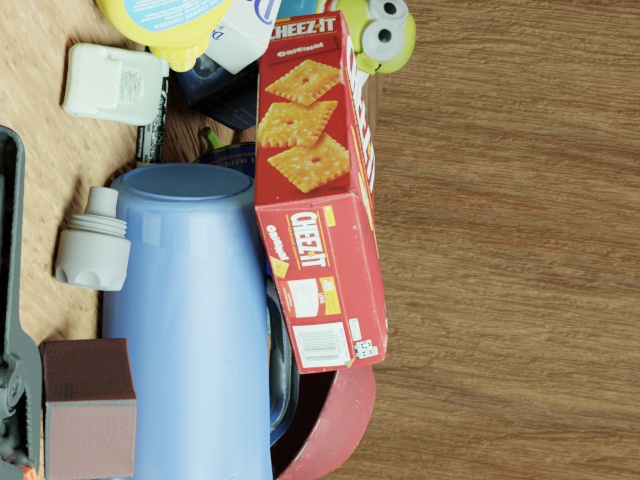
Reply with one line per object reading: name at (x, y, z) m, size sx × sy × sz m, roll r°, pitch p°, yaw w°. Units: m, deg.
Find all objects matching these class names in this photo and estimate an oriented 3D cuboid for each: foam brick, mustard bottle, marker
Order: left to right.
foam brick at (-0.138, 0.098, 0.633) m, size 0.078 × 0.053 × 0.051 m, roll -121°, pitch -146°, yaw -64°
marker at (-0.121, -0.102, 0.778) m, size 0.020 × 0.020 × 0.121 m, roll -54°, pitch 152°, yaw -76°
mustard bottle at (-0.092, -0.173, 0.640) m, size 0.096 × 0.058 × 0.192 m, roll -30°, pitch 151°, yaw -19°

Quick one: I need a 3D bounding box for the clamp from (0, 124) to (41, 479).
clamp at (-0.164, 0.058, 0.524) m, size 0.210 × 0.036 × 0.164 m, roll 94°, pitch 6°, yaw -55°

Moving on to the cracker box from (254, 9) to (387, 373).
cracker box at (0.003, -0.039, 0.768) m, size 0.213 × 0.072 × 0.164 m, roll -90°, pitch 171°, yaw -47°

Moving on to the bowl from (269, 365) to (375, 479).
bowl at (0.000, 0.141, 0.896) m, size 0.162 × 0.055 × 0.162 m, roll -54°, pitch -161°, yaw 27°

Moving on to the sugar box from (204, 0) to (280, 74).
sugar box at (-0.066, -0.217, 0.783) m, size 0.048 × 0.093 × 0.176 m, roll -28°, pitch -140°, yaw 42°

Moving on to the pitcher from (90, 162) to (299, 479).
pitcher at (-0.090, 0.070, 0.776) m, size 0.149 × 0.145 × 0.243 m, roll -79°, pitch 172°, yaw -71°
